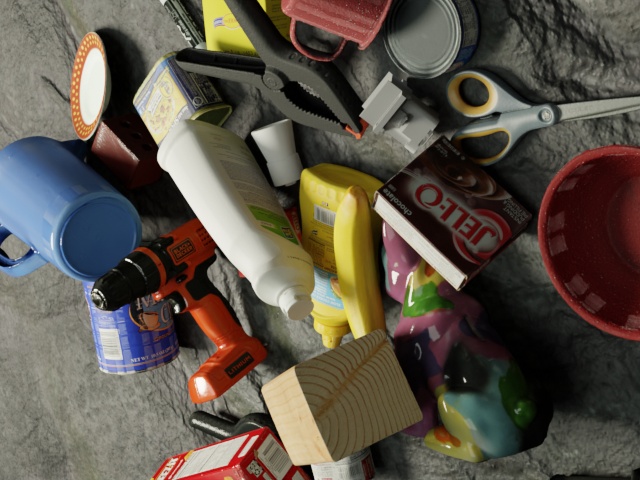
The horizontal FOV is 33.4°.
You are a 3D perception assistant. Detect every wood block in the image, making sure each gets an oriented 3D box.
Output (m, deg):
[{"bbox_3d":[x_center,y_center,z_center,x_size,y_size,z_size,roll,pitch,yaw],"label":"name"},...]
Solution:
[{"bbox_3d":[0.013,0.153,1.011,0.090,0.090,0.206,66,165,7],"label":"wood block"}]

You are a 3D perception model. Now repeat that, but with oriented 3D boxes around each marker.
[{"bbox_3d":[-0.141,-0.227,1.172,0.121,0.020,0.020,57,135,11],"label":"marker"}]

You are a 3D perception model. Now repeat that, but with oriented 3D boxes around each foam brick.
[{"bbox_3d":[-0.226,-0.107,1.276,0.078,0.052,0.051,45,131,21],"label":"foam brick"}]

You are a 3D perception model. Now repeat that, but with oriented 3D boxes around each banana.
[{"bbox_3d":[0.041,0.032,1.011,0.070,0.037,0.198,32,138,58],"label":"banana"}]

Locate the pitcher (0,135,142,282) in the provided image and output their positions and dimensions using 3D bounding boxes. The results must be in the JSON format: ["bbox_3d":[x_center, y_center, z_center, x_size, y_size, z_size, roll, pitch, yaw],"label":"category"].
[{"bbox_3d":[-0.313,-0.028,1.276,0.243,0.144,0.149,29,119,54],"label":"pitcher"}]

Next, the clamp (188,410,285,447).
[{"bbox_3d":[-0.082,0.258,1.293,0.172,0.039,0.120,-10,113,46],"label":"clamp"}]

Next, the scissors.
[{"bbox_3d":[0.181,-0.123,0.907,0.202,0.016,0.096,-24,90,46],"label":"scissors"}]

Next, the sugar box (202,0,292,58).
[{"bbox_3d":[-0.079,-0.272,1.075,0.094,0.048,0.176,8,113,39],"label":"sugar box"}]

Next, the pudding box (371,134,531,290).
[{"bbox_3d":[0.115,-0.025,0.945,0.113,0.090,0.039,43,156,15],"label":"pudding box"}]

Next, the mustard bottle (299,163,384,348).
[{"bbox_3d":[0.018,0.024,1.090,0.096,0.058,0.192,23,120,34],"label":"mustard bottle"}]

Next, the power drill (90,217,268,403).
[{"bbox_3d":[-0.153,0.085,1.202,0.057,0.184,0.187,-18,103,46],"label":"power drill"}]

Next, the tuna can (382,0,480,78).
[{"bbox_3d":[0.098,-0.189,0.948,0.086,0.033,0.086,18,118,38],"label":"tuna can"}]

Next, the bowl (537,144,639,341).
[{"bbox_3d":[0.258,-0.003,0.853,0.162,0.055,0.162,18,118,38],"label":"bowl"}]

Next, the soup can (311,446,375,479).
[{"bbox_3d":[0.017,0.213,1.158,0.069,0.068,0.102,-4,104,44],"label":"soup can"}]

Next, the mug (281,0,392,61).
[{"bbox_3d":[0.011,-0.217,0.954,0.093,0.081,0.117,-99,30,-59],"label":"mug"}]

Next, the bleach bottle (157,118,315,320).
[{"bbox_3d":[-0.077,-0.018,1.081,0.068,0.102,0.251,-53,47,24],"label":"bleach bottle"}]

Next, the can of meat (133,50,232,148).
[{"bbox_3d":[-0.157,-0.150,1.191,0.102,0.057,0.084,-45,72,43],"label":"can of meat"}]

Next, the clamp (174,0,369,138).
[{"bbox_3d":[-0.046,-0.164,1.039,0.210,0.036,0.165,37,151,-9],"label":"clamp"}]

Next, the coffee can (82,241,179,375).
[{"bbox_3d":[-0.236,0.082,1.323,0.103,0.102,0.140,5,110,42],"label":"coffee can"}]

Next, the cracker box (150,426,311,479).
[{"bbox_3d":[-0.092,0.321,1.271,0.214,0.072,0.164,-26,106,45],"label":"cracker box"}]
